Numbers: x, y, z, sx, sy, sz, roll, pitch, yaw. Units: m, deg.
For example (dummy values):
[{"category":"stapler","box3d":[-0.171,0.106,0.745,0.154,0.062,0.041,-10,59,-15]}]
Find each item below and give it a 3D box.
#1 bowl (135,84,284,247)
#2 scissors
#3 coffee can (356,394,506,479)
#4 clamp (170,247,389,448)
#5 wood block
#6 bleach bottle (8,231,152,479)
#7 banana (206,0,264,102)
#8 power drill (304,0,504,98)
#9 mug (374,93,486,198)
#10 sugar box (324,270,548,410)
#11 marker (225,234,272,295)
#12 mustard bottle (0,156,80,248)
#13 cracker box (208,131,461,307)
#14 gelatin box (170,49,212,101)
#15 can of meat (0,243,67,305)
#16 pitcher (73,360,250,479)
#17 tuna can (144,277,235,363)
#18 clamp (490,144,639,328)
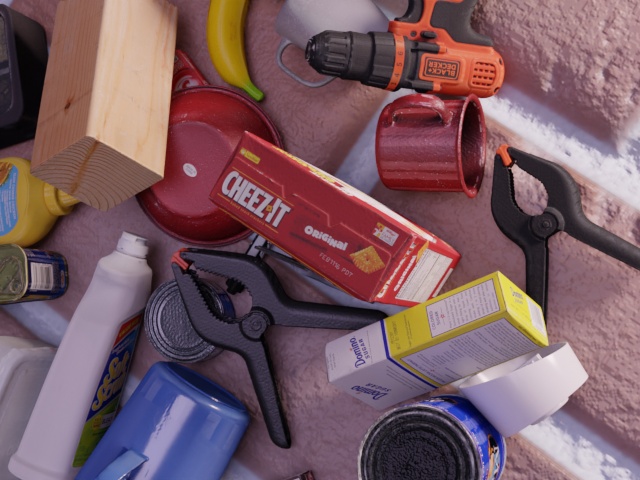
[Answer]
[{"category":"bowl","box3d":[-0.117,-0.070,1.034,0.162,0.055,0.162,1,97,10]},{"category":"scissors","box3d":[-0.022,0.019,0.950,0.096,0.201,0.016,26,90,41]},{"category":"coffee can","box3d":[0.099,0.187,0.916,0.103,0.140,0.103,-2,85,18]},{"category":"clamp","box3d":[-0.048,0.072,1.006,0.164,0.036,0.210,-43,93,7]},{"category":"wood block","box3d":[-0.203,-0.146,1.016,0.091,0.090,0.206,-24,51,35]},{"category":"bleach bottle","box3d":[-0.223,0.113,1.047,0.068,0.102,0.251,20,93,15]},{"category":"banana","box3d":[-0.075,-0.239,1.065,0.069,0.037,0.198,9,91,-4]},{"category":"power drill","box3d":[0.086,-0.224,0.945,0.184,0.057,0.188,5,104,-17]},{"category":"mug","box3d":[0.095,-0.091,0.956,0.082,0.117,0.093,2,63,23]},{"category":"sugar box","box3d":[0.100,0.091,0.933,0.176,0.093,0.048,-23,55,25]},{"category":"marker","box3d":[-0.057,0.001,1.046,0.020,0.020,0.121,35,97,17]},{"category":"mustard bottle","box3d":[-0.334,-0.037,1.119,0.192,0.058,0.096,-8,75,18]},{"category":"cracker box","box3d":[0.019,-0.009,0.919,0.164,0.213,0.072,32,95,18]},{"category":"gelatin box","box3d":[-0.151,-0.137,1.081,0.089,0.030,0.073,-41,76,12]},{"category":"can of meat","box3d":[-0.323,0.038,1.096,0.102,0.083,0.057,-6,84,18]},{"category":"pitcher","box3d":[-0.172,0.238,0.989,0.144,0.149,0.243,31,89,-24]},{"category":"tuna can","box3d":[-0.128,0.079,1.056,0.086,0.033,0.086,-1,85,18]},{"category":"clamp","box3d":[0.199,-0.004,0.954,0.120,0.039,0.171,-39,76,9]}]
